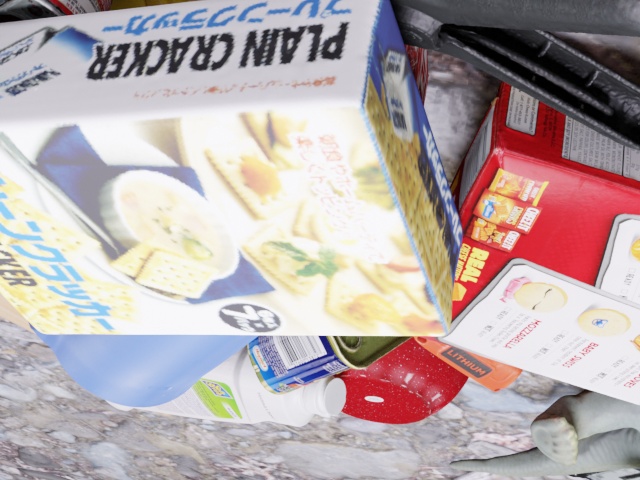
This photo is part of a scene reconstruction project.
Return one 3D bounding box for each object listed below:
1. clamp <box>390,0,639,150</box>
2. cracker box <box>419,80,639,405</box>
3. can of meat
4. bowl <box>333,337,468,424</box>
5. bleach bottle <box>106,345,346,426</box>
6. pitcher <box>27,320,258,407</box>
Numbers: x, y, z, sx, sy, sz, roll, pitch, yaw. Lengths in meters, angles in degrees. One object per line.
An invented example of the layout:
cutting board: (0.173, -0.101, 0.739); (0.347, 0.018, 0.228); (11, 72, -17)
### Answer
clamp: (0.045, -0.097, 0.413); (0.210, 0.036, 0.164); (24, 176, 11)
cracker box: (0.166, 0.011, 0.545); (0.213, 0.072, 0.164); (16, 143, -1)
can of meat: (0.009, 0.061, 0.744); (0.084, 0.101, 0.057); (-26, 90, 41)
bowl: (0.047, 0.104, 0.854); (0.162, 0.055, 0.162); (10, 150, 6)
bleach bottle: (-0.086, 0.111, 0.864); (0.251, 0.068, 0.102); (6, 144, 36)
pitcher: (-0.054, 0.001, 0.648); (0.145, 0.149, 0.243); (41, 135, -15)
